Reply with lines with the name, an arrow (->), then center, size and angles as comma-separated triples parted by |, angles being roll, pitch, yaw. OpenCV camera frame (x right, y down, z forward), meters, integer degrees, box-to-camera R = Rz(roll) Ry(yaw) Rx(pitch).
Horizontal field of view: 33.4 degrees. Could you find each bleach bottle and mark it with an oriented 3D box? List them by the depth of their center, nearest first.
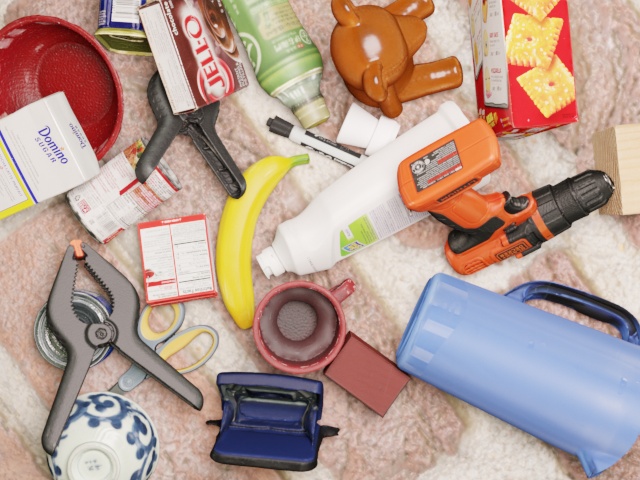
bleach bottle -> 0.046, -0.038, 1.087 | 0.251, 0.102, 0.068 | -30, 54, 1

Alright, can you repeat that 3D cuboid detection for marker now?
marker -> -0.001, -0.101, 1.125 | 0.121, 0.020, 0.020 | 25, 91, 0

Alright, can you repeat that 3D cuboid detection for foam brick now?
foam brick -> 0.047, 0.139, 1.111 | 0.078, 0.053, 0.051 | 36, 91, 0

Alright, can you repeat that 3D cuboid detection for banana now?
banana -> -0.073, -0.008, 1.118 | 0.069, 0.037, 0.198 | 19, 91, 1

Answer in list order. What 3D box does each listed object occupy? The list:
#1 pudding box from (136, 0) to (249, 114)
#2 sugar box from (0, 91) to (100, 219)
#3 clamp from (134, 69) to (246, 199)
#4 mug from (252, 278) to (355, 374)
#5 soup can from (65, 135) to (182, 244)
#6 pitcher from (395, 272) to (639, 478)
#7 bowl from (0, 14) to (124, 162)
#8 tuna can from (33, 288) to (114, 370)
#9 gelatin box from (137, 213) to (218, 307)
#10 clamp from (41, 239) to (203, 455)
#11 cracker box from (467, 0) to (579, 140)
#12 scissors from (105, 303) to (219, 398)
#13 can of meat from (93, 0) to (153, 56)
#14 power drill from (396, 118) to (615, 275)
pudding box -> -0.125, -0.191, 1.062 | 0.039, 0.089, 0.113 | -11, 106, 36
sugar box -> -0.317, -0.075, 1.083 | 0.176, 0.048, 0.093 | -20, 102, 19
clamp -> -0.144, -0.120, 1.083 | 0.039, 0.120, 0.171 | -36, 63, 41
mug -> -0.013, 0.077, 1.095 | 0.117, 0.081, 0.093 | -40, 93, -1
soup can -> -0.203, -0.051, 1.104 | 0.102, 0.068, 0.068 | -36, 90, 1
pitcher -> 0.209, 0.117, 1.081 | 0.243, 0.149, 0.145 | 24, 107, 3
bowl -> -0.265, -0.154, 1.093 | 0.162, 0.055, 0.162 | 6, 112, 15
tuna can -> -0.256, 0.094, 1.123 | 0.086, 0.034, 0.086 | 0, 91, 0
gelatin box -> -0.149, 0.021, 1.117 | 0.073, 0.030, 0.089 | -9, 79, 1
clamp -> -0.230, 0.104, 1.077 | 0.164, 0.036, 0.210 | -22, 84, -19
cracker box -> 0.195, -0.211, 1.050 | 0.072, 0.164, 0.214 | -5, 91, -2
scissors -> -0.206, 0.129, 1.132 | 0.202, 0.016, 0.096 | -25, 89, 1
can of meat -> -0.192, -0.239, 1.085 | 0.057, 0.102, 0.084 | 4, 89, 1
power drill -> 0.175, -0.043, 1.033 | 0.185, 0.187, 0.057 | -30, 52, 21
